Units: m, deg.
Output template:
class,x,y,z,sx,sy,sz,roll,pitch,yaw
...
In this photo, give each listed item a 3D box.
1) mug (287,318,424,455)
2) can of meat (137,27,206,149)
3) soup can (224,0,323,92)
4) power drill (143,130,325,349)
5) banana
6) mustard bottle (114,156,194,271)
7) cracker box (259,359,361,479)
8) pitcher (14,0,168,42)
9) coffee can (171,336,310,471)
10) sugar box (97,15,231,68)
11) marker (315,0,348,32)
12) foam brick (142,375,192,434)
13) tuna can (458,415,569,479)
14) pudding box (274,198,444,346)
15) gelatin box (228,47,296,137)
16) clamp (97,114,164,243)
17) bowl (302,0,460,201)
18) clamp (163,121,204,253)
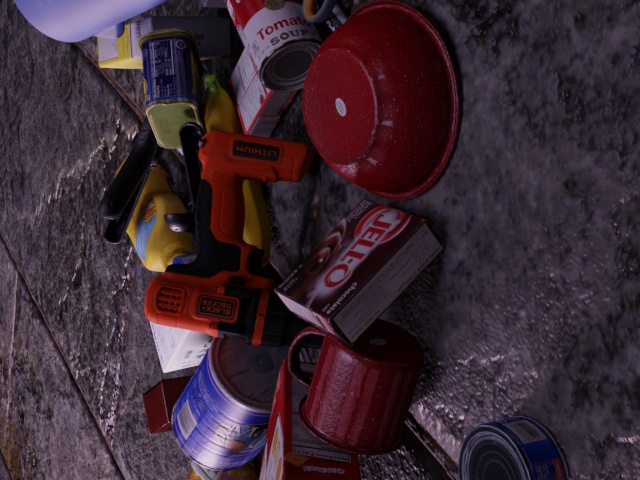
class,x,y,z,sx,sy,sz,roll,pitch,yaw
mug,0.026,0.109,0.871,0.117,0.093,0.081,25,115,24
can of meat,-0.149,-0.152,1.090,0.102,0.057,0.084,82,-179,-68
soup can,-0.041,-0.194,0.976,0.069,0.068,0.102,-59,45,46
power drill,-0.056,0.001,0.973,0.057,0.184,0.187,111,168,-80
banana,-0.087,-0.070,1.082,0.069,0.037,0.198,-43,-64,-77
mustard bottle,-0.197,-0.019,1.289,0.192,0.058,0.096,52,131,45
cracker box,-0.013,0.225,0.900,0.213,0.072,0.164,-95,15,-67
pitcher,-0.184,-0.287,1.009,0.243,0.148,0.145,-9,88,38
coffee can,-0.081,0.154,1.063,0.140,0.102,0.103,-57,46,48
sugar box,-0.177,-0.219,1.191,0.176,0.093,0.048,11,105,60
marker,0.020,-0.183,0.920,0.121,0.020,0.020,59,141,39
foam brick,-0.176,0.198,1.290,0.078,0.052,0.051,-39,60,57
tuna can,0.135,0.168,0.751,0.086,0.033,0.086,14,106,59
pudding box,0.030,0.023,0.847,0.039,0.113,0.090,49,166,-29
gelatin box,-0.056,-0.155,1.049,0.089,0.030,0.073,-53,48,51
clamp,-0.200,-0.098,1.207,0.165,0.036,0.210,156,138,-82
bowl,0.034,-0.107,0.844,0.162,0.055,0.162,18,113,48
clamp,-0.120,-0.022,1.085,0.171,0.039,0.120,71,-154,-48
